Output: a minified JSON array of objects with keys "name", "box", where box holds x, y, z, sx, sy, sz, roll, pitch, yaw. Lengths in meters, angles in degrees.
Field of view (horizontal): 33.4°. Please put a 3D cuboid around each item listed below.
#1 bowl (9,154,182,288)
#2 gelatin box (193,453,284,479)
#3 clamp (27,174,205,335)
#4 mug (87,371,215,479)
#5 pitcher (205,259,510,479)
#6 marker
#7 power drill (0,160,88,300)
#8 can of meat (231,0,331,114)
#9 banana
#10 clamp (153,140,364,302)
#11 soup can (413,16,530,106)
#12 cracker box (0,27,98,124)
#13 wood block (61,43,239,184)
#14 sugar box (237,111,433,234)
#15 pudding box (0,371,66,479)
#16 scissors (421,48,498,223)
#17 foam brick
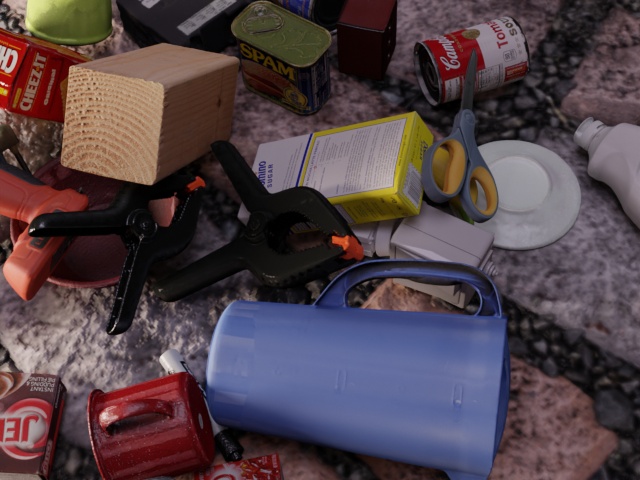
[{"name":"bowl","box":[-0.208,-0.013,1.016,0.162,0.055,0.162,-1,58,2]},{"name":"gelatin box","box":[-0.063,0.214,0.858,0.073,0.030,0.089,-11,28,-3]},{"name":"clamp","box":[-0.171,-0.013,0.934,0.120,0.039,0.171,50,49,-18]},{"name":"mug","box":[-0.138,0.151,0.867,0.081,0.117,0.093,-16,62,3]},{"name":"pitcher","box":[0.035,0.105,0.886,0.243,0.145,0.149,6,42,10]},{"name":"marker","box":[-0.103,0.145,0.933,0.020,0.020,0.121,-31,61,-15]},{"name":"power drill","box":[-0.313,-0.027,0.928,0.187,0.057,0.184,31,59,-1]},{"name":"can of meat","box":[-0.038,-0.186,1.099,0.102,0.084,0.057,29,64,19]},{"name":"banana","box":[0.077,-0.074,1.043,0.198,0.037,0.069,25,51,24]},{"name":"clamp","box":[-0.056,0.001,0.956,0.210,0.036,0.164,18,80,39]},{"name":"soup can","box":[0.155,-0.185,1.098,0.102,0.068,0.068,-18,59,-9]},{"name":"cracker box","box":[-0.298,-0.167,1.028,0.164,0.213,0.072,21,95,15]},{"name":"wood block","box":[-0.152,-0.123,0.996,0.090,0.091,0.206,12,18,10]},{"name":"sugar box","box":[0.013,-0.058,0.997,0.177,0.048,0.093,-9,52,34]},{"name":"pudding box","box":[-0.283,0.161,0.921,0.113,0.039,0.090,1,58,4]},{"name":"scissors","box":[0.147,-0.094,1.006,0.096,0.016,0.201,45,47,-16]},{"name":"foam brick","box":[0.049,-0.215,1.117,0.051,0.078,0.053,14,62,11]}]
